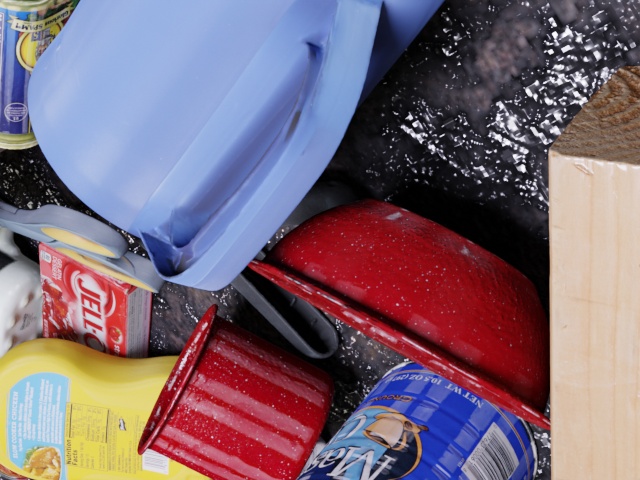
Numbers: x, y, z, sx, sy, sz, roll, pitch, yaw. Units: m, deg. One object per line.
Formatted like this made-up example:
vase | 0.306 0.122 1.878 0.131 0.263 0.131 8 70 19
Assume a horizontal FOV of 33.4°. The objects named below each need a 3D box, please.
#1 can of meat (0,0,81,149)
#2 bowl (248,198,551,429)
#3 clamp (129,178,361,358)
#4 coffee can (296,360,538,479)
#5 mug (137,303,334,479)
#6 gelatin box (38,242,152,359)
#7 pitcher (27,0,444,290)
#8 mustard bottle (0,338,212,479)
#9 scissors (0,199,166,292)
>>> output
can of meat | -0.141 -0.108 0.550 0.057 0.101 0.084 32 131 17
bowl | 0.047 0.026 0.497 0.162 0.055 0.162 28 175 2
clamp | -0.054 0.001 0.603 0.172 0.039 0.120 19 125 26
coffee can | 0.039 0.142 0.555 0.103 0.140 0.103 20 129 26
mug | -0.045 0.091 0.610 0.081 0.117 0.093 28 106 -8
gelatin box | -0.150 0.043 0.709 0.073 0.030 0.089 27 132 19
pitcher | -0.015 -0.101 0.434 0.149 0.144 0.243 49 133 3
mustard bottle | -0.159 0.112 0.690 0.191 0.058 0.096 8 114 2
scissors | -0.185 -0.018 0.635 0.202 0.016 0.096 23 163 3
